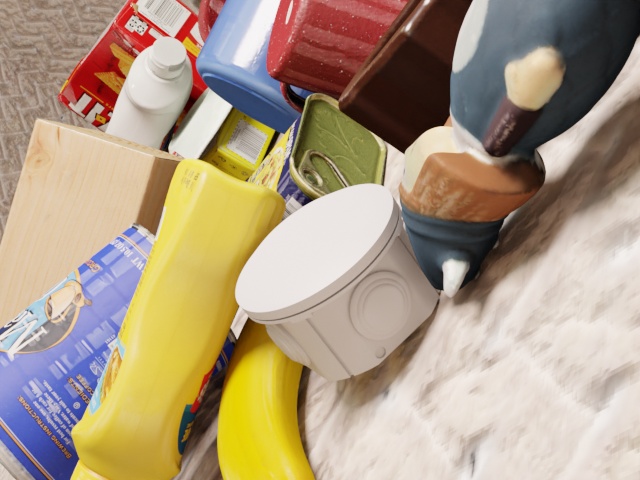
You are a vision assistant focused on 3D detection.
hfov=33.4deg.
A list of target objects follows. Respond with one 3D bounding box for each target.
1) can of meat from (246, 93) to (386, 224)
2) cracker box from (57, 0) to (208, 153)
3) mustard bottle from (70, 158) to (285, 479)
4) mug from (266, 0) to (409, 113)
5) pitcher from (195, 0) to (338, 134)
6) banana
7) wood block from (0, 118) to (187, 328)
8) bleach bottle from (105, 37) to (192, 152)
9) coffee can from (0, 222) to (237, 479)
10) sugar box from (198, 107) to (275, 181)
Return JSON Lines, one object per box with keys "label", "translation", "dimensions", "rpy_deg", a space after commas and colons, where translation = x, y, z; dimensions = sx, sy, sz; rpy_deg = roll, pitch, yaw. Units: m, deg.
{"label": "can of meat", "translation": [-0.011, -0.023, 0.617], "dimensions": [0.084, 0.057, 0.102], "rpy_deg": [-48, 18, 32]}
{"label": "cracker box", "translation": [-0.157, -0.149, 1.068], "dimensions": [0.214, 0.164, 0.072], "rpy_deg": [-25, 33, 60]}
{"label": "mustard bottle", "translation": [-0.077, 0.057, 0.529], "dimensions": [0.096, 0.058, 0.191], "rpy_deg": [-160, 92, -82]}
{"label": "mug", "translation": [0.013, -0.119, 0.655], "dimensions": [0.117, 0.081, 0.093], "rpy_deg": [121, 159, -48]}
{"label": "pitcher", "translation": [0.018, -0.196, 0.756], "dimensions": [0.243, 0.145, 0.149], "rpy_deg": [-61, -13, -5]}
{"label": "banana", "translation": [-0.020, 0.069, 0.501], "dimensions": [0.070, 0.037, 0.197], "rpy_deg": [-45, 19, 31]}
{"label": "wood block", "translation": [-0.162, 0.032, 0.725], "dimensions": [0.090, 0.091, 0.206], "rpy_deg": [-3, -69, -76]}
{"label": "bleach bottle", "translation": [-0.166, -0.092, 0.966], "dimensions": [0.102, 0.068, 0.251], "rpy_deg": [-66, 7, -32]}
{"label": "coffee can", "translation": [-0.131, 0.072, 0.619], "dimensions": [0.140, 0.103, 0.103], "rpy_deg": [-40, 13, -15]}
{"label": "sugar box", "translation": [-0.098, -0.066, 0.959], "dimensions": [0.177, 0.048, 0.093], "rpy_deg": [-40, 22, 52]}
